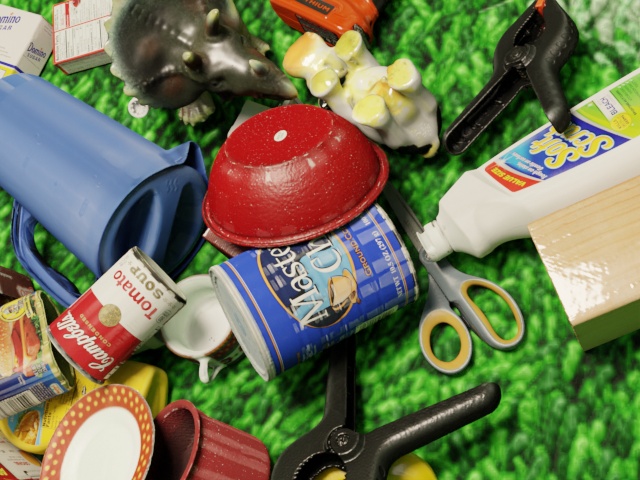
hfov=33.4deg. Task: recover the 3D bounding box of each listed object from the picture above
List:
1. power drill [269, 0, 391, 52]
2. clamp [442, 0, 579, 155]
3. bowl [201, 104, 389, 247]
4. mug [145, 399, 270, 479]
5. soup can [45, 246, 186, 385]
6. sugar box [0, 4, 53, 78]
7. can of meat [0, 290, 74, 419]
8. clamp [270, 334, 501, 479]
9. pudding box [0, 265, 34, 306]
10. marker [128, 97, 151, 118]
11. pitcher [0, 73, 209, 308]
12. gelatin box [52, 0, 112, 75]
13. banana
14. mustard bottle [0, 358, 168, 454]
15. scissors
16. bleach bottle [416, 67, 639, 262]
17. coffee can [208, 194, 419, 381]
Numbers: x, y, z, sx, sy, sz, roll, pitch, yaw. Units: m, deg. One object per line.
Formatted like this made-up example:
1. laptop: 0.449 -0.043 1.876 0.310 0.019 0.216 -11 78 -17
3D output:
1. power drill: 0.034 -0.281 1.018 0.185 0.057 0.187 32 85 27
2. clamp: 0.167 -0.141 0.912 0.120 0.039 0.171 -11 42 35
3. bowl: -0.028 -0.065 0.876 0.162 0.055 0.162 -12 36 8
4. mug: -0.098 0.181 0.880 0.093 0.081 0.117 -51 32 16
5. soup can: -0.171 0.063 0.903 0.102 0.068 0.069 -43 63 -2
6. sugar box: -0.357 -0.163 1.130 0.093 0.048 0.176 20 76 26
7. can of meat: -0.267 0.101 0.933 0.084 0.057 0.102 -23 50 -1
8. clamp: 0.033 0.162 0.828 0.165 0.036 0.209 12 56 36
9. pudding box: -0.335 0.056 1.005 0.090 0.113 0.039 -26 67 11
10. marker: -0.163 -0.141 1.022 0.020 0.121 0.020 1 111 1
11. pitcher: -0.230 -0.053 1.001 0.243 0.145 0.149 33 49 31
12. gelatin box: -0.235 -0.219 1.113 0.089 0.030 0.073 -13 69 16
13. banana: 0.009 0.207 0.864 0.198 0.037 0.069 -18 64 14
14. mustard bottle: -0.235 0.147 0.965 0.192 0.058 0.096 6 79 22
15. scissors: 0.086 0.033 0.909 0.096 0.016 0.202 -47 62 0
16. bleach bottle: 0.196 -0.051 0.862 0.251 0.068 0.102 -30 40 9
17. coffee can: -0.006 0.037 0.868 0.140 0.103 0.103 -27 62 -13
